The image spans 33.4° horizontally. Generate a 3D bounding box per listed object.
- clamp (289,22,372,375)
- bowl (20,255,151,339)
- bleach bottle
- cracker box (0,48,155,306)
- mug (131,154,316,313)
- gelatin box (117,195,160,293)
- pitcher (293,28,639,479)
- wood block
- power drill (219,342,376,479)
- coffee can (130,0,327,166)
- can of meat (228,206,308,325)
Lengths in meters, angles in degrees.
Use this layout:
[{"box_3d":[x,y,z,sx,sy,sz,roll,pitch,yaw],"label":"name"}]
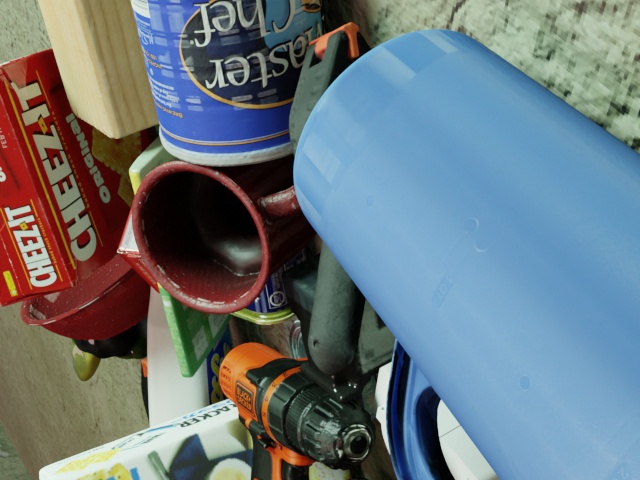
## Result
[{"box_3d":[0.019,-0.019,0.525,0.039,0.120,0.171,-19,93,39],"label":"clamp"},{"box_3d":[-0.185,0.038,0.949,0.055,0.162,0.162,56,161,-24],"label":"bowl"},{"box_3d":[-0.107,0.101,0.874,0.068,0.102,0.251,-5,94,19],"label":"bleach bottle"},{"box_3d":[-0.198,-0.065,0.827,0.213,0.072,0.164,-55,-51,-69],"label":"cracker box"},{"box_3d":[-0.041,-0.019,0.621,0.117,0.081,0.093,-21,101,36],"label":"mug"},{"box_3d":[-0.115,-0.012,0.810,0.030,0.089,0.073,3,154,19],"label":"gelatin box"},{"box_3d":[0.086,0.032,0.402,0.243,0.149,0.145,49,160,38],"label":"pitcher"},{"box_3d":[-0.142,-0.186,0.716,0.091,0.090,0.206,32,140,53],"label":"wood block"},{"box_3d":[-0.013,0.170,0.693,0.185,0.057,0.188,-161,68,-66],"label":"power drill"},{"box_3d":[-0.049,-0.125,0.567,0.103,0.102,0.140,35,142,49],"label":"coffee can"},{"box_3d":[-0.055,0.001,0.736,0.102,0.057,0.084,15,125,41],"label":"can of meat"}]
